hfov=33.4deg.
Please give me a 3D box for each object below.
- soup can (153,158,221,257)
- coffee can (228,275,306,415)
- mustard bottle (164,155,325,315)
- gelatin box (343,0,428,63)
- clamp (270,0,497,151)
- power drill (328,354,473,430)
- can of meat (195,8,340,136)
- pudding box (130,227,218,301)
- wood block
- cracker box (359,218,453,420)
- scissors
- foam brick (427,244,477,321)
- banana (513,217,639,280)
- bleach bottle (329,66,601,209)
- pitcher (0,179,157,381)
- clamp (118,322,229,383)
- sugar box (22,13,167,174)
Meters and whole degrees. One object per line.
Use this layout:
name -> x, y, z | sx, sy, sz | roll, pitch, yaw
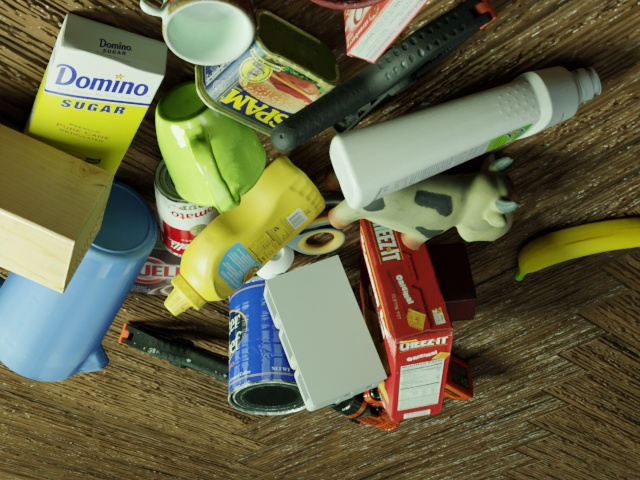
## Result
soup can -> -0.134, -0.037, 1.094 | 0.068, 0.068, 0.102 | -1, 146, -5
coffee can -> -0.060, 0.126, 1.282 | 0.103, 0.140, 0.103 | -2, 149, -1
mustard bottle -> -0.083, 0.004, 1.082 | 0.191, 0.058, 0.096 | -44, 156, -4
gelatin box -> 0.051, -0.199, 0.856 | 0.030, 0.073, 0.089 | 14, 143, -25
clamp -> 0.062, -0.146, 0.939 | 0.210, 0.036, 0.164 | -34, 179, 16
power drill -> 0.106, 0.208, 1.510 | 0.188, 0.057, 0.184 | -24, 146, 32
can of meat -> -0.045, -0.147, 0.944 | 0.101, 0.057, 0.084 | 23, 136, -36
pudding box -> -0.161, 0.027, 1.216 | 0.113, 0.039, 0.090 | 5, 146, -14
wood block -> -0.307, -0.047, 0.976 | 0.206, 0.090, 0.090 | 24, 140, -4
cracker box -> 0.091, 0.088, 1.216 | 0.072, 0.164, 0.214 | -12, 148, -5
scissors -> -0.058, 0.001, 1.173 | 0.202, 0.016, 0.096 | -20, 141, 4
foam brick -> 0.149, 0.051, 1.249 | 0.051, 0.078, 0.053 | -7, 147, -1
banana -> 0.311, 0.002, 1.233 | 0.198, 0.037, 0.069 | -15, 163, 19
bleach bottle -> 0.137, -0.104, 0.990 | 0.250, 0.068, 0.102 | -20, 176, -4
pitcher -> -0.275, 0.035, 1.151 | 0.149, 0.145, 0.243 | 3, 145, -32
clamp -> -0.170, 0.146, 1.368 | 0.171, 0.039, 0.120 | 21, 171, 10
sugar box -> -0.211, -0.122, 0.973 | 0.093, 0.048, 0.176 | 14, 145, -20
